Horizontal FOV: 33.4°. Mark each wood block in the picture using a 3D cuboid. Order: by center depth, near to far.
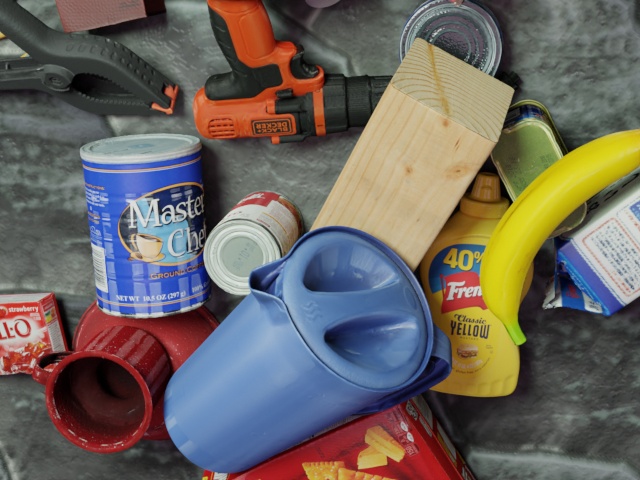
[{"bbox_3d":[0.061,-0.043,0.856,0.090,0.090,0.206,29,128,0],"label":"wood block"}]

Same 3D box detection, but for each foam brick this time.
[{"bbox_3d":[-0.179,-0.209,0.904,0.078,0.051,0.053,-8,105,12],"label":"foam brick"}]

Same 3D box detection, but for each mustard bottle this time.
[{"bbox_3d":[0.132,0.036,0.917,0.096,0.058,0.192,7,106,6],"label":"mustard bottle"}]

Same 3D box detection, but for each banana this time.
[{"bbox_3d":[0.177,-0.014,0.819,0.069,0.037,0.198,25,110,-17],"label":"banana"}]

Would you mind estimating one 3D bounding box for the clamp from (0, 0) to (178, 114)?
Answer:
[{"bbox_3d":[-0.222,-0.154,0.894,0.210,0.165,0.036,13,63,-7],"label":"clamp"}]

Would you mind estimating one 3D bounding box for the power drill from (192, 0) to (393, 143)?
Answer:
[{"bbox_3d":[-0.021,-0.156,0.847,0.184,0.057,0.187,-5,138,2],"label":"power drill"}]

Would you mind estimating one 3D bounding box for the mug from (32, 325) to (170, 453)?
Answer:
[{"bbox_3d":[-0.190,0.121,0.923,0.117,0.081,0.093,13,108,5],"label":"mug"}]

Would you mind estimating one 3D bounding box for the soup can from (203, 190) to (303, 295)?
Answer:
[{"bbox_3d":[-0.056,0.001,0.916,0.068,0.102,0.068,3,106,9],"label":"soup can"}]

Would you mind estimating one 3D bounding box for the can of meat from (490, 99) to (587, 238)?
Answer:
[{"bbox_3d":[0.175,-0.058,0.869,0.057,0.084,0.102,-26,100,15],"label":"can of meat"}]

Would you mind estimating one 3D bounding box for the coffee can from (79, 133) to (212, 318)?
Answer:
[{"bbox_3d":[-0.150,-0.015,0.927,0.103,0.102,0.140,0,106,10],"label":"coffee can"}]

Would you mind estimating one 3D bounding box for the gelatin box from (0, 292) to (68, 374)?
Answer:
[{"bbox_3d":[-0.287,0.089,1.010,0.089,0.030,0.073,-3,106,22],"label":"gelatin box"}]

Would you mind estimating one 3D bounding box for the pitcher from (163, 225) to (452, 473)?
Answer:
[{"bbox_3d":[-0.021,0.105,0.861,0.149,0.144,0.243,55,136,6],"label":"pitcher"}]

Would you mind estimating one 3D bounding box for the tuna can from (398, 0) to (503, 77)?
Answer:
[{"bbox_3d":[0.108,-0.159,0.879,0.086,0.033,0.086,3,106,9],"label":"tuna can"}]

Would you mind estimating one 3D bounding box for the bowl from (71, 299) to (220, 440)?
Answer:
[{"bbox_3d":[-0.164,0.124,0.994,0.162,0.055,0.162,3,106,9],"label":"bowl"}]

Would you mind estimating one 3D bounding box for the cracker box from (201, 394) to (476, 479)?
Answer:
[{"bbox_3d":[0.022,0.233,0.973,0.214,0.072,0.164,-28,108,16],"label":"cracker box"}]
